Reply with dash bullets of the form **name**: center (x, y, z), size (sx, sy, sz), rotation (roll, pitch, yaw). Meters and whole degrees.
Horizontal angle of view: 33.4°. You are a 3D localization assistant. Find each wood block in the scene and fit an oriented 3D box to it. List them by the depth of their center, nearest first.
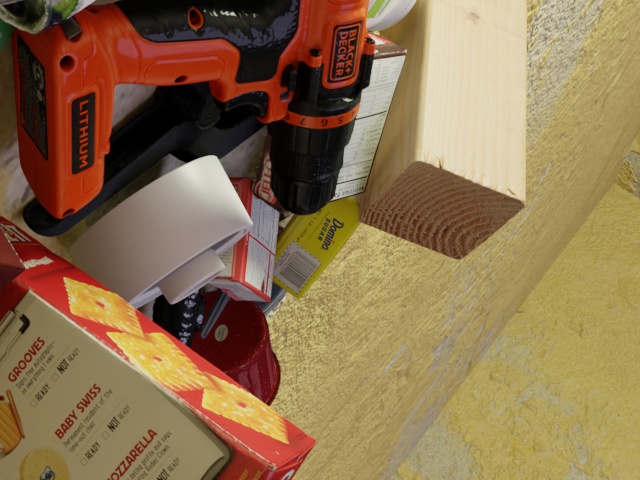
- **wood block**: center (0.095, -0.103, 0.804), size (0.090, 0.090, 0.206), rotation (-47, -152, 51)

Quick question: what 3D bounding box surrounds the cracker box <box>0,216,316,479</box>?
- **cracker box**: center (-0.135, 0.109, 0.530), size (0.164, 0.214, 0.072), rotation (-59, 165, 10)

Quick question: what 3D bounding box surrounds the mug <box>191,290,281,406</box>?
- **mug**: center (-0.092, 0.097, 0.875), size (0.117, 0.093, 0.081), rotation (-15, 146, -9)

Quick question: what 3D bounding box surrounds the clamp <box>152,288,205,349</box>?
- **clamp**: center (-0.103, 0.054, 0.769), size (0.120, 0.039, 0.171), rotation (-160, -98, -76)

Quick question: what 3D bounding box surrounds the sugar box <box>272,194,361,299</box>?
- **sugar box**: center (0.010, -0.026, 0.877), size (0.093, 0.048, 0.176), rotation (-51, -179, 22)

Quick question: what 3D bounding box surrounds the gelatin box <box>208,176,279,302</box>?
- **gelatin box**: center (-0.055, 0.001, 0.752), size (0.089, 0.030, 0.073), rotation (48, 46, -74)

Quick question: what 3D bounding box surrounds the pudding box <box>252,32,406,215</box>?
- **pudding box**: center (0.006, -0.079, 0.715), size (0.089, 0.039, 0.114), rotation (-20, 134, -51)

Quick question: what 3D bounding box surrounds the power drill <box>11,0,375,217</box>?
- **power drill**: center (-0.059, -0.073, 0.549), size (0.187, 0.057, 0.184), rotation (-19, 134, -29)

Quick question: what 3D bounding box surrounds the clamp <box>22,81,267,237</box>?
- **clamp**: center (-0.084, -0.077, 0.636), size (0.165, 0.036, 0.209), rotation (-60, 159, 16)
